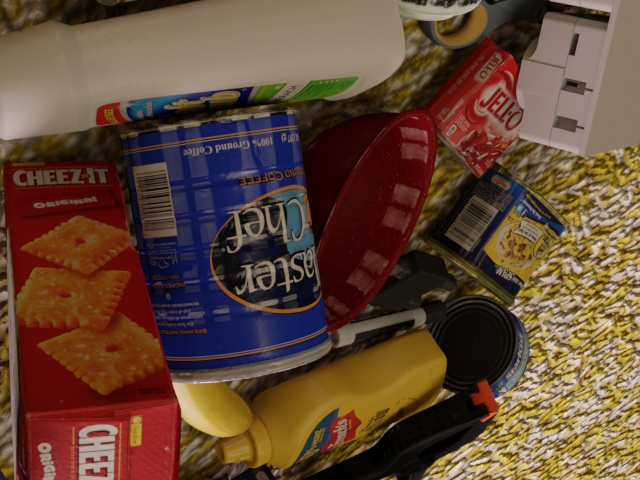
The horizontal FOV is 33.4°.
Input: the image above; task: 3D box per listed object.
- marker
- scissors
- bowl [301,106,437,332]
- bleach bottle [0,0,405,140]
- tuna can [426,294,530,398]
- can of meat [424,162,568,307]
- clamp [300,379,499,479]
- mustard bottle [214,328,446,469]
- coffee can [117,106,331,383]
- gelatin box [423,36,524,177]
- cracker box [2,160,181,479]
[{"bbox_3d":[0.057,0.066,0.862,0.120,0.020,0.020,-9,125,-37],"label":"marker"},{"bbox_3d":[0.138,-0.156,0.773,0.096,0.016,0.201,-52,139,5],"label":"scissors"},{"bbox_3d":[0.016,-0.022,0.710,0.162,0.055,0.162,-49,155,-33],"label":"bowl"},{"bbox_3d":[-0.084,-0.095,0.575,0.250,0.103,0.068,-14,91,-26],"label":"bleach bottle"},{"bbox_3d":[0.131,0.091,0.896,0.086,0.086,0.033,-53,140,3],"label":"tuna can"},{"bbox_3d":[0.144,-0.005,0.859,0.084,0.058,0.102,-54,139,2],"label":"can of meat"},{"bbox_3d":[0.064,0.177,0.884,0.164,0.036,0.210,-5,151,-37],"label":"clamp"},{"bbox_3d":[0.004,0.131,0.831,0.191,0.058,0.096,-17,151,-31],"label":"mustard bottle"},{"bbox_3d":[-0.054,0.001,0.610,0.102,0.103,0.140,-12,96,-35],"label":"coffee can"},{"bbox_3d":[0.119,-0.095,0.778,0.073,0.030,0.089,-47,147,4],"label":"gelatin box"},{"bbox_3d":[-0.124,0.078,0.556,0.072,0.214,0.164,-3,123,-17],"label":"cracker box"}]
